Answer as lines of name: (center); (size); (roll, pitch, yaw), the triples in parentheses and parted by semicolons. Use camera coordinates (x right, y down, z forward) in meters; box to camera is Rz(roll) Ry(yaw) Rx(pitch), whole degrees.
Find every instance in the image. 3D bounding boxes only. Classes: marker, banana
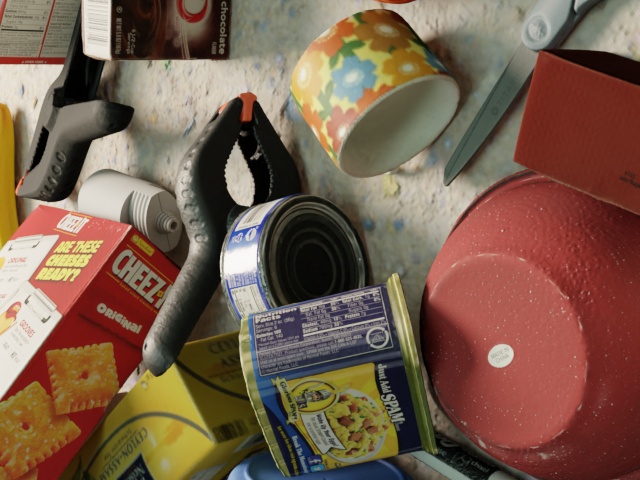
marker: (0.058, 0.112, 0.583); (0.121, 0.020, 0.020); (26, 115, 40)
banana: (-0.254, -0.010, 0.869); (0.070, 0.037, 0.198); (-19, 84, 28)

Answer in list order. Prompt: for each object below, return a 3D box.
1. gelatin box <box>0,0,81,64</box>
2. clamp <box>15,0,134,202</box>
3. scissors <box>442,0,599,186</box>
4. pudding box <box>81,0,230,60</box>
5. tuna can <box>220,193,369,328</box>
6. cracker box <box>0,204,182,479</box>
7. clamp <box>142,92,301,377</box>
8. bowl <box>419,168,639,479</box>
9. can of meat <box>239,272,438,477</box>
gelatin box: (-0.200, -0.169, 0.758); (0.030, 0.073, 0.089); (45, 126, 30)
clamp: (-0.173, -0.101, 0.753); (0.210, 0.036, 0.164); (-43, 42, 50)
scissors: (0.102, -0.120, 0.504); (0.202, 0.016, 0.096); (-42, 65, 41)
pudding box: (-0.097, -0.166, 0.644); (0.039, 0.089, 0.113); (20, 111, 43)
tuna can: (-0.012, 0.018, 0.592); (0.034, 0.085, 0.086); (-14, 86, 44)
cracker box: (-0.198, 0.085, 0.701); (0.164, 0.072, 0.213); (11, 62, 54)
clamp: (-0.054, 0.001, 0.613); (0.039, 0.120, 0.171); (-19, 79, 49)
bowl: (0.100, 0.047, 0.505); (0.162, 0.055, 0.162); (10, 104, 44)
can of meat: (0.010, 0.073, 0.547); (0.057, 0.084, 0.102); (-100, -4, -47)
